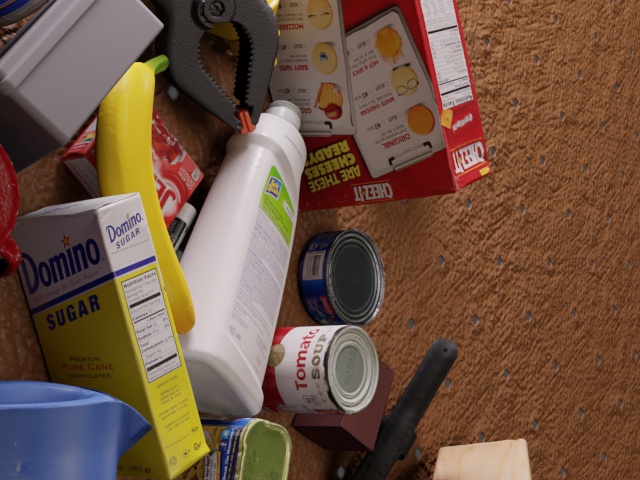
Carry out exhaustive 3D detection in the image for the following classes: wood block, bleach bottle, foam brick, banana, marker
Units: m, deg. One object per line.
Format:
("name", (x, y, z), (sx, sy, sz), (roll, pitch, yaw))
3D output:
("wood block", (0.150, 0.249, 0.956), (0.206, 0.090, 0.091), (-14, 95, -80))
("bleach bottle", (-0.055, 0.001, 0.817), (0.102, 0.068, 0.250), (62, 36, -49))
("foam brick", (0.021, 0.134, 0.906), (0.051, 0.053, 0.078), (45, 53, -39))
("banana", (-0.117, -0.036, 0.707), (0.069, 0.037, 0.198), (3, 78, -43))
("marker", (-0.121, 0.023, 0.765), (0.020, 0.020, 0.121), (50, 49, -36))

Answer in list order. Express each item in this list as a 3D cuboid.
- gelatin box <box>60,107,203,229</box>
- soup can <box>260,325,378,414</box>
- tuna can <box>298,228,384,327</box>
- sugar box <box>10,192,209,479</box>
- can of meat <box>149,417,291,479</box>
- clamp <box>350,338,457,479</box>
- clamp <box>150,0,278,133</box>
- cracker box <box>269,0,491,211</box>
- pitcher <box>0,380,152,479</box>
("gelatin box", (-0.130, -0.051, 0.754), (0.089, 0.030, 0.073), (56, 47, -31))
("soup can", (-0.015, 0.100, 0.824), (0.068, 0.102, 0.068), (8, 79, -51))
("tuna can", (0.019, 0.033, 0.931), (0.085, 0.034, 0.086), (9, 78, -51))
("sugar box", (-0.136, 0.062, 0.681), (0.048, 0.094, 0.176), (-30, 108, -50))
("can of meat", (-0.073, 0.175, 0.755), (0.057, 0.084, 0.102), (28, 64, -47))
("clamp", (0.069, 0.164, 0.935), (0.171, 0.039, 0.120), (-55, 165, -40))
("clamp", (-0.074, -0.178, 0.766), (0.164, 0.036, 0.210), (-30, 123, -12))
("cracker box", (0.037, -0.141, 0.872), (0.071, 0.164, 0.214), (-25, 105, -48))
("pitcher", (-0.188, 0.199, 0.583), (0.144, 0.149, 0.243), (9, 81, -67))
